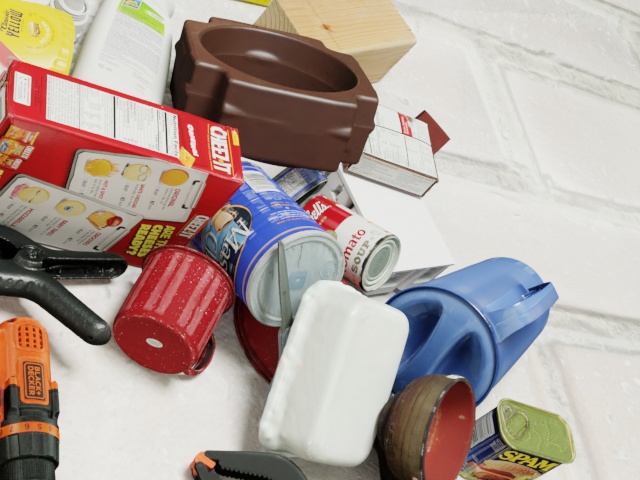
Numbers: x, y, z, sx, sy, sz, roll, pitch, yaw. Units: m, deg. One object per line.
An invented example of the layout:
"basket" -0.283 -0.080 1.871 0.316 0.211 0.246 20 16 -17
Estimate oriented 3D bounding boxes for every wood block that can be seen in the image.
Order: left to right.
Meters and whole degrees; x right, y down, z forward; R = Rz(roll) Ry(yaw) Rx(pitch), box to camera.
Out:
"wood block" 0.012 -0.246 1.325 0.205 0.090 0.091 -19 72 -47

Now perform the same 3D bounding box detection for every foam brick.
"foam brick" 0.116 -0.118 1.337 0.051 0.053 0.078 47 42 1

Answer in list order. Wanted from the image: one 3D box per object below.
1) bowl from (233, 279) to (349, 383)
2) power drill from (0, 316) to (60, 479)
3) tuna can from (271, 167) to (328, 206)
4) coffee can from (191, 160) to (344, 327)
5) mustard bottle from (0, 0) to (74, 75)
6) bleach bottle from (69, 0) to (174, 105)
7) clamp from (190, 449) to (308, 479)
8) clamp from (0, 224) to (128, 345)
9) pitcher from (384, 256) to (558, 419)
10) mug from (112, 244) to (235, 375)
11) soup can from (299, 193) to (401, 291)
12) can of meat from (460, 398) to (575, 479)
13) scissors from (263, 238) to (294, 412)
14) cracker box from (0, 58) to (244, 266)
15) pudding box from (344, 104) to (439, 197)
"bowl" -0.005 0.082 1.073 0.162 0.055 0.162 22 46 -25
"power drill" -0.286 0.132 0.797 0.187 0.057 0.184 15 46 -35
"tuna can" -0.034 -0.051 1.132 0.034 0.086 0.086 52 41 4
"coffee can" -0.057 0.001 1.018 0.102 0.103 0.140 2 30 -39
"mustard bottle" -0.336 -0.207 1.026 0.191 0.058 0.096 17 56 -29
"bleach bottle" -0.198 -0.207 1.141 0.102 0.068 0.250 31 40 -21
"clamp" -0.026 0.255 0.912 0.210 0.036 0.164 29 58 -1
"clamp" -0.246 0.022 0.923 0.171 0.039 0.120 27 22 -7
"pitcher" 0.168 0.086 1.121 0.149 0.145 0.242 21 19 23
"mug" -0.130 0.073 0.961 0.117 0.093 0.081 66 34 -36
"soup can" 0.025 0.003 1.120 0.102 0.068 0.068 30 33 29
"can of meat" 0.198 0.215 1.113 0.102 0.084 0.057 20 47 -27
"scissors" -0.017 0.092 0.982 0.016 0.202 0.096 17 17 37
"cracker box" -0.200 -0.060 0.940 0.213 0.164 0.072 15 52 -31
"pudding box" 0.076 -0.107 1.211 0.113 0.039 0.090 16 50 -28
